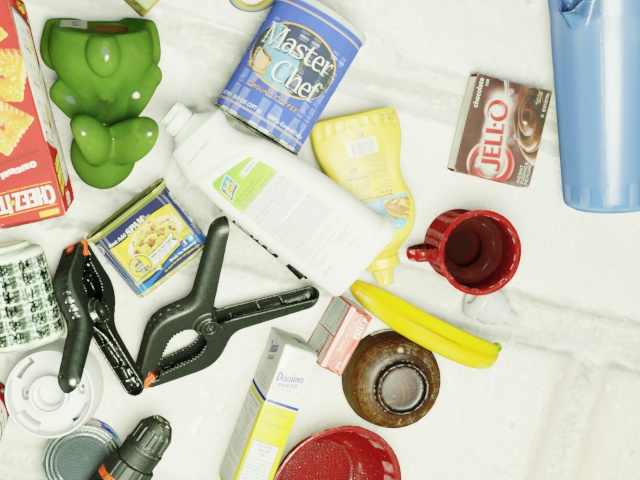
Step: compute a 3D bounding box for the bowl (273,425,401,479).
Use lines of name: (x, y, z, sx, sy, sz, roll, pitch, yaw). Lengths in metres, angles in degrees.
bowl: (0.007, 0.273, 1.182, 0.161, 0.055, 0.162, -6, 104, -24)

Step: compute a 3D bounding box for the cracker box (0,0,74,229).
cracker box: (-0.300, -0.127, 1.027, 0.072, 0.164, 0.214, -14, 99, -8)

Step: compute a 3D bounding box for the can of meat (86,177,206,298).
can of meat: (-0.179, -0.002, 1.122, 0.102, 0.057, 0.084, -39, 104, -5)

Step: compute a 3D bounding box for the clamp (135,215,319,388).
clamp: (-0.111, 0.085, 1.139, 0.164, 0.036, 0.210, 32, 107, -35)

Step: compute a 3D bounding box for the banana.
banana: (0.123, 0.101, 1.187, 0.197, 0.070, 0.037, 26, 94, -13)

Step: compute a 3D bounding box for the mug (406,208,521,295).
mug: (0.151, 0.010, 1.174, 0.117, 0.081, 0.093, -8, 99, -10)

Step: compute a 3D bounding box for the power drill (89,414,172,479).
power drill: (-0.165, 0.294, 1.142, 0.187, 0.057, 0.184, 35, 94, -24)

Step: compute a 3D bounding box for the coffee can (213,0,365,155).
coffee can: (-0.032, -0.174, 1.104, 0.102, 0.103, 0.140, 31, 91, -13)

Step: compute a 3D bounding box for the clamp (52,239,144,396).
clamp: (-0.240, 0.082, 1.089, 0.039, 0.120, 0.171, -24, 79, 17)

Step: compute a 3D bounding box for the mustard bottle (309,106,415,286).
mustard bottle: (0.052, -0.044, 1.160, 0.096, 0.058, 0.191, -13, 99, -8)

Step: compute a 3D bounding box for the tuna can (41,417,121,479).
tuna can: (-0.255, 0.235, 1.148, 0.086, 0.034, 0.086, -1, 97, -11)

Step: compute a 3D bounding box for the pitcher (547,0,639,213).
pitcher: (0.326, -0.158, 1.172, 0.149, 0.145, 0.243, -3, 102, 1)

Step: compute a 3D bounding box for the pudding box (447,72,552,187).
pudding box: (0.198, -0.122, 1.188, 0.090, 0.039, 0.113, 11, 95, -12)

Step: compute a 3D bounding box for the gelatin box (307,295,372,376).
gelatin box: (0.020, 0.101, 1.156, 0.030, 0.089, 0.073, 28, 91, -13)

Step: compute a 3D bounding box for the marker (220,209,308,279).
marker: (-0.058, 0.001, 1.164, 0.121, 0.020, 0.020, 41, 88, -13)

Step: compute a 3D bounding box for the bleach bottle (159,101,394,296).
bleach bottle: (-0.050, -0.056, 1.079, 0.250, 0.068, 0.102, 39, 99, -12)

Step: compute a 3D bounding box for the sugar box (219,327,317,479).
sugar box: (-0.057, 0.189, 1.150, 0.048, 0.093, 0.176, 22, 93, -14)
